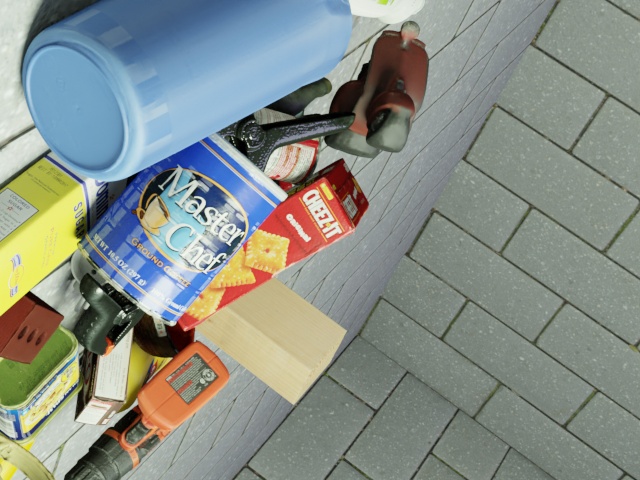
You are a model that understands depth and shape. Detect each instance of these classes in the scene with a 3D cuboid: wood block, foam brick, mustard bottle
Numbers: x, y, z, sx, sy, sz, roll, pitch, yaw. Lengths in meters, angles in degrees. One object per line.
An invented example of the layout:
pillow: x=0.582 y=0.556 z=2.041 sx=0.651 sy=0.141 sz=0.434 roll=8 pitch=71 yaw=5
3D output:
wood block: x=-0.082 y=0.106 z=1.402 sx=0.090 sy=0.206 sz=0.090 roll=-46 pitch=167 yaw=-39
foam brick: x=-0.257 y=0.064 z=0.883 sx=0.053 sy=0.051 sz=0.078 roll=-54 pitch=170 yaw=-6
mustard bottle: x=-0.221 y=0.149 z=1.241 sx=0.096 sy=0.058 sz=0.191 roll=-52 pitch=-179 yaw=20

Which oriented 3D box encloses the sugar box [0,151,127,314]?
sugar box: x=-0.218 y=-0.012 z=0.824 sx=0.176 sy=0.048 sz=0.093 roll=-45 pitch=167 yaw=-39

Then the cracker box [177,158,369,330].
cracker box: x=-0.058 y=0.001 z=1.153 sx=0.214 sy=0.072 sz=0.164 roll=-30 pitch=-174 yaw=13

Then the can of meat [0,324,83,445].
can of meat: x=-0.276 y=0.135 z=1.022 sx=0.102 sy=0.057 sz=0.084 roll=-49 pitch=167 yaw=-31

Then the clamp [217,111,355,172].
clamp: x=-0.073 y=-0.113 z=0.998 sx=0.209 sy=0.036 sz=0.164 roll=-43 pitch=123 yaw=-18

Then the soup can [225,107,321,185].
soup can: x=-0.059 y=-0.099 z=1.073 sx=0.102 sy=0.068 sz=0.069 roll=12 pitch=123 yaw=-31

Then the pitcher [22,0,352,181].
pitcher: x=-0.099 y=-0.134 z=0.777 sx=0.242 sy=0.145 sz=0.149 roll=-39 pitch=150 yaw=-45

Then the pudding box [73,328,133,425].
pudding box: x=-0.221 y=0.124 z=1.097 sx=0.090 sy=0.039 sz=0.113 roll=133 pitch=-38 yaw=-56

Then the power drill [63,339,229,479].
power drill: x=-0.184 y=0.192 z=1.130 sx=0.184 sy=0.057 sz=0.188 roll=-43 pitch=180 yaw=-40

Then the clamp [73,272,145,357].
clamp: x=-0.178 y=0.050 z=0.985 sx=0.120 sy=0.039 sz=0.172 roll=-28 pitch=165 yaw=-30

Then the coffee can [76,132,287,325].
coffee can: x=-0.110 y=-0.018 z=0.855 sx=0.140 sy=0.103 sz=0.102 roll=-49 pitch=170 yaw=0
